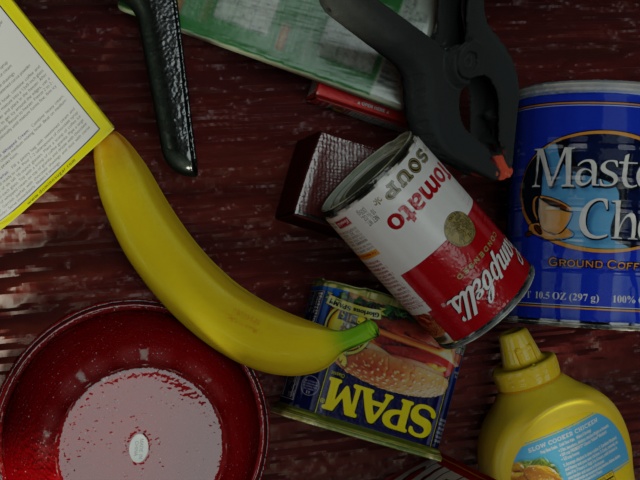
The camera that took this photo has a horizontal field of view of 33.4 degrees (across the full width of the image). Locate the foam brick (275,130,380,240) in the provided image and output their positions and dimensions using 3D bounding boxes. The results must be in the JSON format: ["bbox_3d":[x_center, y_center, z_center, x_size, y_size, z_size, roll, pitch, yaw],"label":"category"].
[{"bbox_3d":[0.020,-0.027,0.633,0.078,0.053,0.051,17,84,-15],"label":"foam brick"}]

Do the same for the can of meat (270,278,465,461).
[{"bbox_3d":[0.032,0.076,0.632,0.102,0.057,0.084,19,81,-14],"label":"can of meat"}]

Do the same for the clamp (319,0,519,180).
[{"bbox_3d":[0.062,-0.101,0.591,0.120,0.039,0.171,-30,116,-22],"label":"clamp"}]

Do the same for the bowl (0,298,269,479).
[{"bbox_3d":[-0.102,0.113,0.595,0.162,0.055,0.162,1,88,-15],"label":"bowl"}]

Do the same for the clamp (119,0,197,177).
[{"bbox_3d":[-0.089,-0.150,0.596,0.210,0.036,0.164,39,86,0],"label":"clamp"}]

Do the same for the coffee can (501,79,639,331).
[{"bbox_3d":[0.163,-0.018,0.645,0.102,0.103,0.140,4,88,-15],"label":"coffee can"}]

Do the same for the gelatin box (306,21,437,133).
[{"bbox_3d":[0.039,-0.117,0.652,0.073,0.030,0.089,17,84,-12],"label":"gelatin box"}]

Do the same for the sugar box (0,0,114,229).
[{"bbox_3d":[-0.193,-0.093,0.539,0.093,0.048,0.176,-45,130,-13],"label":"sugar box"}]

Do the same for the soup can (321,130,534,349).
[{"bbox_3d":[0.058,-0.001,0.580,0.068,0.069,0.102,-45,100,-12],"label":"soup can"}]

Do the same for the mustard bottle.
[{"bbox_3d":[0.149,0.146,0.659,0.096,0.058,0.191,-20,94,-14],"label":"mustard bottle"}]

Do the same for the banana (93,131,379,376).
[{"bbox_3d":[-0.061,0.018,0.599,0.198,0.037,0.070,35,100,12],"label":"banana"}]
